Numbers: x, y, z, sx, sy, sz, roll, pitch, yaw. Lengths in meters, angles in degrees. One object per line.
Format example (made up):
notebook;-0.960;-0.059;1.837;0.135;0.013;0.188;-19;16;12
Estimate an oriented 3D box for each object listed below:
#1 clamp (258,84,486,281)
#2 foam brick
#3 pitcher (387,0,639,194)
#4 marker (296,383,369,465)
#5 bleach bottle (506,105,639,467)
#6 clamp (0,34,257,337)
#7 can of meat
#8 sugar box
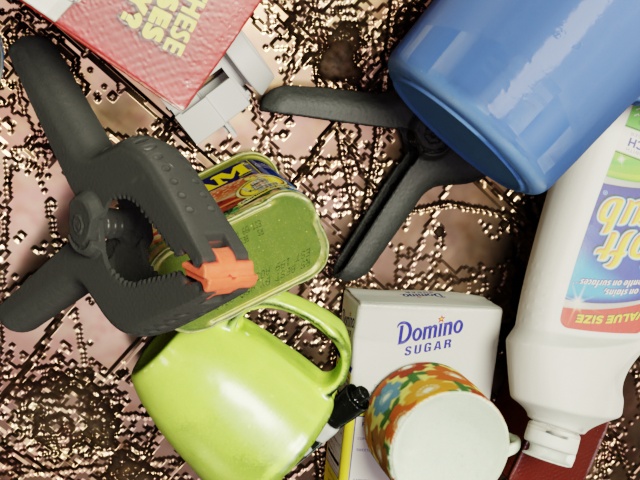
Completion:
clamp;0.058;-0.051;0.626;0.171;0.039;0.120;-17;108;-9
foam brick;0.146;0.113;0.681;0.053;0.051;0.078;18;99;-18
pitcher;0.158;-0.137;0.551;0.243;0.149;0.144;-49;138;0
marker;-0.015;0.124;0.638;0.020;0.020;0.121;38;117;-19
bleach bottle;0.175;0.010;0.624;0.102;0.068;0.251;19;85;-13
clamp;-0.108;0.000;0.529;0.036;0.210;0.165;-6;115;-41
can of meat;-0.054;0.001;0.584;0.102;0.084;0.057;-27;113;-9
sugar box;0.053;0.119;0.665;0.093;0.048;0.176;4;99;-14
